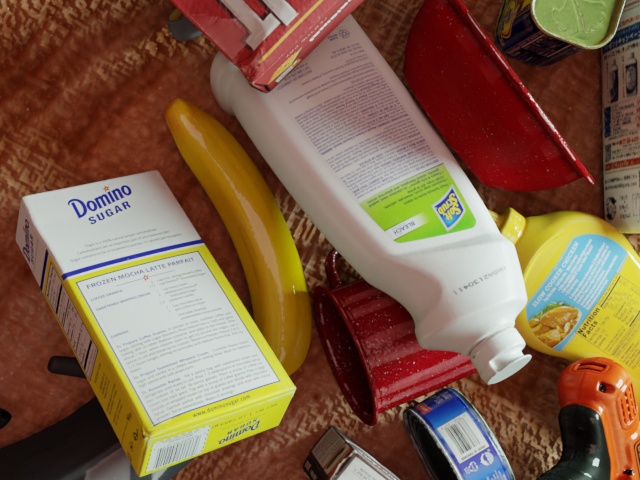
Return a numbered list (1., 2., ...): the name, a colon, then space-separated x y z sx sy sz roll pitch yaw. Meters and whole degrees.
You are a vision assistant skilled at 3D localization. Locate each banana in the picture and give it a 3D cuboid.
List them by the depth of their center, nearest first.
1. banana: -0.044 0.003 0.671 0.037 0.069 0.198 -20 85 29

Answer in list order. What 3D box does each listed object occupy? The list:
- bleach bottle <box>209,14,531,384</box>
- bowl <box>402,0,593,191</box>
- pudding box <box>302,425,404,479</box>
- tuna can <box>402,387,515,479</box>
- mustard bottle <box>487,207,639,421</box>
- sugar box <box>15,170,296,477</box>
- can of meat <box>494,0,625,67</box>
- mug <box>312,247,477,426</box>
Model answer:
1. bleach bottle: 0.035 -0.024 0.631 0.102 0.068 0.251 -27 68 -12
2. bowl: 0.099 -0.085 0.659 0.055 0.162 0.162 -36 95 14
3. pudding box: 0.046 0.168 0.666 0.113 0.090 0.039 37 84 -6
4. tuna can: 0.088 0.137 0.676 0.033 0.086 0.086 -28 93 -10
5. mustard bottle: 0.173 0.036 0.705 0.191 0.058 0.096 34 94 -7
6. sugar box: -0.099 0.041 0.615 0.093 0.048 0.176 -14 53 -32
7. can of meat: 0.159 -0.168 0.694 0.057 0.084 0.102 18 86 -8
8. mug: 0.046 0.048 0.675 0.081 0.093 0.117 -20 69 -14
